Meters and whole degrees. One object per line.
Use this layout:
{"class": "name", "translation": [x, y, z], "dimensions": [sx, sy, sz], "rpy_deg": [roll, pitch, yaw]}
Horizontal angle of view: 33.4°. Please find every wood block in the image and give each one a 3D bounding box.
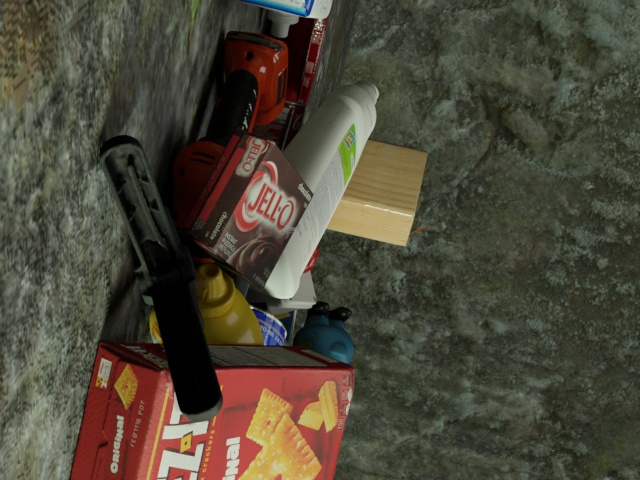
{"class": "wood block", "translation": [0.015, -0.070, 1.273], "dimensions": [0.091, 0.206, 0.090], "rpy_deg": [97, 6, -65]}

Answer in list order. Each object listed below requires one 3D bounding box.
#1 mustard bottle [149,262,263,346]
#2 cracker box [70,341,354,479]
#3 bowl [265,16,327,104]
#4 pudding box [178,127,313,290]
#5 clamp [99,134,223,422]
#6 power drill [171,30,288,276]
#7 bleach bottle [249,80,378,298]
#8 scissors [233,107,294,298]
{"class": "mustard bottle", "translation": [-0.093, 0.084, 0.862], "dimensions": [0.058, 0.096, 0.192], "rpy_deg": [-50, 161, -36]}
{"class": "cracker box", "translation": [-0.073, 0.160, 0.764], "dimensions": [0.213, 0.072, 0.164], "rpy_deg": [8, 95, -52]}
{"class": "bowl", "translation": [-0.030, -0.224, 1.205], "dimensions": [0.162, 0.055, 0.162], "rpy_deg": [15, 88, -88]}
{"class": "pudding box", "translation": [-0.053, -0.021, 0.803], "dimensions": [0.090, 0.039, 0.113], "rpy_deg": [-61, 160, -8]}
{"class": "clamp", "translation": [-0.094, 0.031, 0.674], "dimensions": [0.210, 0.036, 0.164], "rpy_deg": [123, -50, -82]}
{"class": "power drill", "translation": [-0.076, -0.068, 0.905], "dimensions": [0.184, 0.057, 0.187], "rpy_deg": [99, 4, -58]}
{"class": "bleach bottle", "translation": [-0.004, -0.066, 1.061], "dimensions": [0.102, 0.068, 0.250], "rpy_deg": [85, 29, -48]}
{"class": "scissors", "translation": [-0.053, -0.014, 0.909], "dimensions": [0.096, 0.016, 0.202], "rpy_deg": [-104, -149, -80]}
